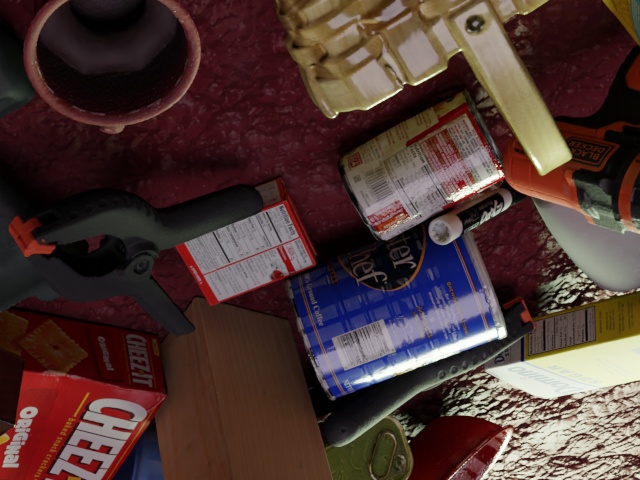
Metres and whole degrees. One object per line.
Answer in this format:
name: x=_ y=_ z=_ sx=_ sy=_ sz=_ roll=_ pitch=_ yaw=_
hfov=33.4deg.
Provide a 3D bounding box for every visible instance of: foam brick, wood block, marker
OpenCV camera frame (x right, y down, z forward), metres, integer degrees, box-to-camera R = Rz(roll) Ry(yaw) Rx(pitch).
foam brick: x=-0.240 y=0.094 z=0.688 sx=0.078 sy=0.051 sz=0.053 roll=29 pitch=134 yaw=-34
wood block: x=-0.061 y=0.154 z=0.797 sx=0.090 sy=0.206 sz=0.090 roll=17 pitch=126 yaw=-32
marker: x=0.116 y=-0.023 z=0.768 sx=0.120 sy=0.020 sz=0.020 roll=-25 pitch=152 yaw=-49

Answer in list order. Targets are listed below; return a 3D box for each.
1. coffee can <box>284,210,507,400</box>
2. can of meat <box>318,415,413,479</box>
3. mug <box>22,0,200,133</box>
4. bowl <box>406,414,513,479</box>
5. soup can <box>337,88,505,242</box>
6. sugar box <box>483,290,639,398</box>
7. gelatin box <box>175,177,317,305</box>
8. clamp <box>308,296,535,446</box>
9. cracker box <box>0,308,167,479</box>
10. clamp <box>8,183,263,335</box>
coffee can: x=0.056 y=0.049 z=0.804 sx=0.140 sy=0.103 sz=0.102 roll=-21 pitch=136 yaw=4
can of meat: x=0.010 y=0.184 z=0.869 sx=0.101 sy=0.057 sz=0.084 roll=-22 pitch=-176 yaw=-38
mug: x=-0.119 y=-0.116 z=0.602 sx=0.093 sy=0.081 sz=0.117 roll=-6 pitch=135 yaw=-12
bowl: x=0.106 y=0.215 z=0.989 sx=0.162 sy=0.055 sz=0.162 roll=-39 pitch=156 yaw=-22
soup can: x=0.071 y=-0.051 z=0.735 sx=0.102 sy=0.068 sz=0.068 roll=-28 pitch=135 yaw=12
sugar box: x=0.233 y=0.089 z=0.893 sx=0.093 sy=0.048 sz=0.177 roll=27 pitch=144 yaw=-36
gelatin box: x=-0.055 y=0.001 z=0.775 sx=0.089 sy=0.030 sz=0.073 roll=-21 pitch=135 yaw=4
clamp: x=0.077 y=0.105 z=0.883 sx=0.209 sy=0.165 sz=0.036 roll=-26 pitch=94 yaw=-14
cracker box: x=-0.248 y=0.130 z=0.812 sx=0.213 sy=0.072 sz=0.164 roll=15 pitch=127 yaw=-30
clamp: x=-0.113 y=-0.001 z=0.684 sx=0.171 sy=0.039 sz=0.120 roll=21 pitch=103 yaw=-53
